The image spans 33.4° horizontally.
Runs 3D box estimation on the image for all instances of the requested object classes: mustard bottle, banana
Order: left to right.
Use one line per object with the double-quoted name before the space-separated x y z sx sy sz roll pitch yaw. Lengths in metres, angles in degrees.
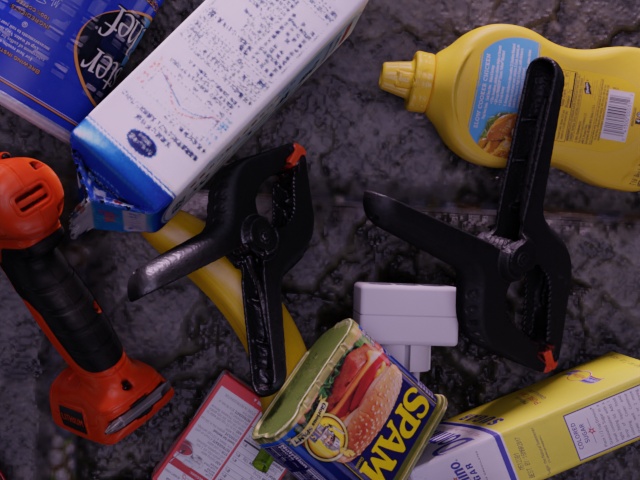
"banana" -0.055 0.050 0.708 0.069 0.037 0.198 -18 74 -43
"mustard bottle" 0.135 -0.095 0.723 0.191 0.058 0.096 10 96 -4

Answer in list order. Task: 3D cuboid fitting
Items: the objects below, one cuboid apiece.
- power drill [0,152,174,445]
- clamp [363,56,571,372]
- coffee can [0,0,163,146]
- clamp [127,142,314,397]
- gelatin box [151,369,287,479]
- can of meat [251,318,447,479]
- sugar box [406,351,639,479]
"power drill" -0.180 0.033 0.667 0.057 0.185 0.187 -39 112 -27
"clamp" 0.109 0.009 0.684 0.164 0.036 0.210 -31 122 -25
"coffee can" -0.165 -0.144 0.680 0.103 0.103 0.140 31 88 -4
"clamp" -0.054 0.001 0.677 0.120 0.039 0.171 37 50 -35
"gelatin box" -0.060 0.145 0.725 0.073 0.030 0.089 35 87 -5
"can of meat" 0.018 0.112 0.669 0.084 0.058 0.102 43 59 -11
"sugar box" 0.135 0.128 0.707 0.176 0.093 0.048 -19 91 -4
